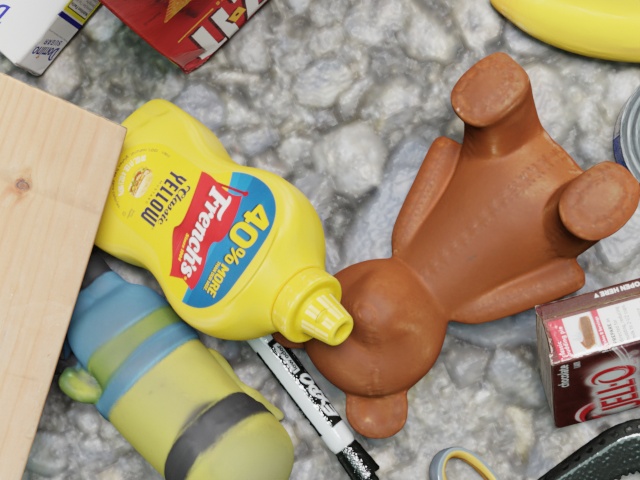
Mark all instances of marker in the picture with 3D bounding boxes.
[{"bbox_3d":[-0.005,0.099,0.646,0.020,0.020,0.121,-38,84,3],"label":"marker"}]

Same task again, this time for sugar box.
[{"bbox_3d":[-0.159,-0.200,0.668,0.093,0.048,0.176,42,96,9],"label":"sugar box"}]

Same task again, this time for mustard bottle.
[{"bbox_3d":[-0.054,0.001,0.601,0.192,0.058,0.096,36,90,32],"label":"mustard bottle"}]

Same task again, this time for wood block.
[{"bbox_3d":[-0.190,0.022,0.583,0.090,0.090,0.206,23,77,-35],"label":"wood block"}]
